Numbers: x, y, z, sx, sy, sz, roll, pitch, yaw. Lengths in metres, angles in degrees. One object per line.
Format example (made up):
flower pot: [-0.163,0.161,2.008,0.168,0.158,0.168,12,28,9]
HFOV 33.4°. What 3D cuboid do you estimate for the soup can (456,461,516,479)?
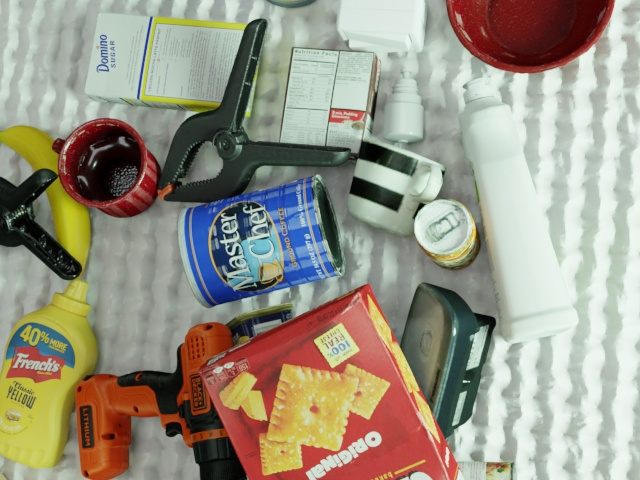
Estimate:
soup can: [0.130,0.239,0.988,0.102,0.068,0.068,-2,81,12]

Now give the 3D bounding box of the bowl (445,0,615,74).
bowl: [0.206,-0.234,1.048,0.162,0.055,0.162,-2,81,12]

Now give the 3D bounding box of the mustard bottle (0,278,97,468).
mustard bottle: [-0.283,0.130,1.100,0.096,0.058,0.191,20,86,19]

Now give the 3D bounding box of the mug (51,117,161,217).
mug: [-0.223,-0.074,1.102,0.117,0.081,0.093,21,82,12]

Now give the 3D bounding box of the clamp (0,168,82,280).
clamp: [-0.315,-0.034,1.107,0.172,0.039,0.120,19,120,31]

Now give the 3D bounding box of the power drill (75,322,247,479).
power drill: [-0.150,0.184,1.029,0.188,0.057,0.184,-16,72,31]

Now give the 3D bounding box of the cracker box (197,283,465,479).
cracker box: [0.013,0.169,0.929,0.164,0.072,0.214,-26,89,13]

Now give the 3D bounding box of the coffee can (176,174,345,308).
coffee can: [-0.057,0.001,1.047,0.140,0.102,0.103,-14,79,10]

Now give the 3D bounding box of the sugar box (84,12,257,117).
sugar box: [-0.155,-0.186,1.127,0.176,0.048,0.093,8,85,17]

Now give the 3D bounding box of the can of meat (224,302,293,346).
can of meat: [-0.052,0.112,1.030,0.057,0.102,0.084,-12,81,-19]

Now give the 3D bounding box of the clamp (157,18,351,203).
clamp: [-0.079,-0.094,1.070,0.210,0.036,0.164,-42,83,25]

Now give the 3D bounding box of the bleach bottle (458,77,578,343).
bleach bottle: [0.176,-0.033,1.000,0.068,0.102,0.251,-13,80,4]

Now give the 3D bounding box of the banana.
banana: [-0.288,-0.054,1.143,0.070,0.037,0.198,-40,73,23]

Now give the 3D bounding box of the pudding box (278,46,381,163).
pudding box: [0.009,-0.138,1.087,0.090,0.039,0.113,6,81,15]
